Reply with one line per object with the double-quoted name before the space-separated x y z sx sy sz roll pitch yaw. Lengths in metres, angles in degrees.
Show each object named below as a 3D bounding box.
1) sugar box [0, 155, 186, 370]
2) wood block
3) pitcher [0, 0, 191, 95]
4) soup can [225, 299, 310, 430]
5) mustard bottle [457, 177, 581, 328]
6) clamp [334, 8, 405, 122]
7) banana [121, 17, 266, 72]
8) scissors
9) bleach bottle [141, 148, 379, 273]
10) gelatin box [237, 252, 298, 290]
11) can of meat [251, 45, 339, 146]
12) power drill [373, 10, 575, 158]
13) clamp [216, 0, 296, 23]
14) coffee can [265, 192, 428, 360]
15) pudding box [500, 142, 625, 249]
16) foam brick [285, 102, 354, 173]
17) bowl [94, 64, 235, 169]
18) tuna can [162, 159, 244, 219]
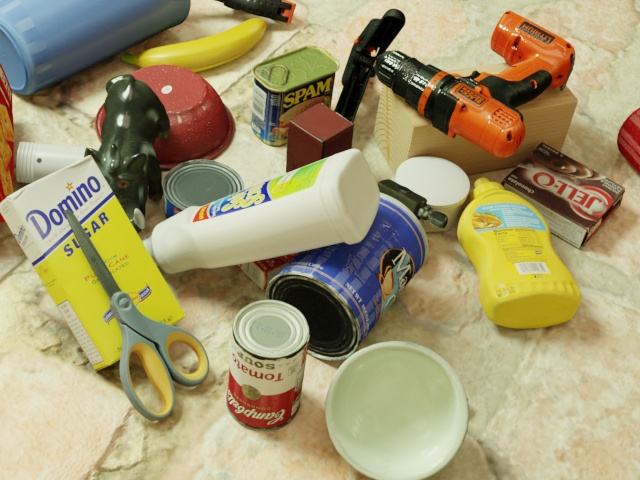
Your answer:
"sugar box" -0.208 0.020 0.979 0.093 0.048 0.176 -33 97 -34
"wood block" 0.176 -0.139 1.230 0.205 0.091 0.090 -11 48 -18
"pitcher" -0.291 -0.273 1.288 0.145 0.149 0.242 44 56 13
"soup can" -0.047 0.110 0.936 0.068 0.102 0.068 4 44 -4
"mustard bottle" 0.195 0.003 1.110 0.096 0.058 0.191 -2 45 -12
"clamp" 0.058 -0.221 1.265 0.036 0.165 0.210 26 27 -8
"banana" -0.144 -0.241 1.327 0.197 0.037 0.070 -18 49 -24
"scissors" -0.160 0.060 0.960 0.096 0.016 0.202 -12 81 -40
"bleach bottle" -0.073 -0.013 1.010 0.251 0.068 0.102 -16 22 25
"gelatin box" -0.057 0.001 1.097 0.073 0.030 0.089 -28 55 -32
"can of meat" -0.032 -0.166 1.233 0.101 0.084 0.057 -26 54 -30
"power drill" 0.176 -0.182 1.168 0.184 0.057 0.187 36 54 20
"clamp" -0.120 -0.323 1.395 0.171 0.039 0.120 21 27 15
"coffee can" 0.027 0.032 1.025 0.103 0.103 0.140 27 47 18
"pudding box" 0.268 -0.051 1.190 0.114 0.039 0.089 31 49 23
"foam brick" -0.002 -0.102 1.176 0.053 0.078 0.051 37 52 26
"bowl" -0.177 -0.153 1.220 0.162 0.055 0.162 4 45 -4
"tuna can" -0.124 -0.046 1.133 0.086 0.034 0.086 4 44 -4
